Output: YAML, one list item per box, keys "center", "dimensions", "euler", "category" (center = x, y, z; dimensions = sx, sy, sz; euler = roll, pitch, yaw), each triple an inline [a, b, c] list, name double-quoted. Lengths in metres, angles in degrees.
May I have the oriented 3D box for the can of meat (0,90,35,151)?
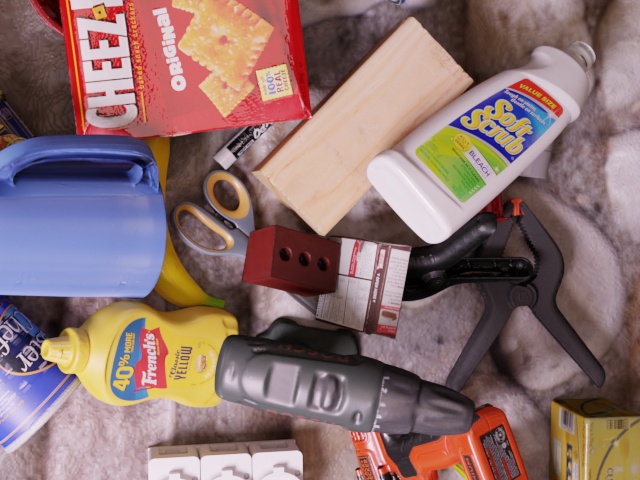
- center: [-0.314, -0.077, 1.006]
  dimensions: [0.102, 0.057, 0.084]
  euler: [-38, 101, -5]
  category: "can of meat"

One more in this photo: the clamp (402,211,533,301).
- center: [0.124, 0.029, 1.063]
  dimensions: [0.120, 0.172, 0.039]
  euler: [39, 42, -40]
  category: "clamp"

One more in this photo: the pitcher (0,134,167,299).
- center: [-0.262, -0.019, 0.929]
  dimensions: [0.242, 0.145, 0.149]
  euler: [0, 93, -35]
  category: "pitcher"

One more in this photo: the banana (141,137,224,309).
- center: [-0.155, -0.015, 1.047]
  dimensions: [0.069, 0.037, 0.198]
  euler: [-22, 100, -34]
  category: "banana"

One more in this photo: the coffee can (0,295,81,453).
- center: [-0.304, 0.113, 0.993]
  dimensions: [0.103, 0.103, 0.140]
  euler: [-45, 99, -5]
  category: "coffee can"

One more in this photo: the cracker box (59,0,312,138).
- center: [-0.123, -0.180, 0.969]
  dimensions: [0.213, 0.072, 0.164]
  euler: [-8, 99, -11]
  category: "cracker box"

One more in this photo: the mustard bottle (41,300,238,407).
- center: [-0.169, 0.105, 0.994]
  dimensions: [0.191, 0.058, 0.096]
  euler: [8, 99, -40]
  category: "mustard bottle"

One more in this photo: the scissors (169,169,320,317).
- center: [-0.057, 0.001, 1.069]
  dimensions: [0.201, 0.016, 0.096]
  euler: [27, 68, -24]
  category: "scissors"

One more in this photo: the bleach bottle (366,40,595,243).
- center: [0.164, -0.111, 1.001]
  dimensions: [0.250, 0.068, 0.102]
  euler: [-42, 92, -20]
  category: "bleach bottle"

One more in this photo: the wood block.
- center: [0.038, -0.110, 1.043]
  dimensions: [0.090, 0.091, 0.206]
  euler: [45, 86, -8]
  category: "wood block"

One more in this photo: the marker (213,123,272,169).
- center: [-0.058, -0.118, 1.063]
  dimensions: [0.121, 0.020, 0.020]
  euler: [-44, 99, -4]
  category: "marker"

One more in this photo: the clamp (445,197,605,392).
- center: [0.217, 0.062, 1.105]
  dimensions: [0.164, 0.036, 0.210]
  euler: [3, 90, -2]
  category: "clamp"

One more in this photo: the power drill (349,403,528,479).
- center: [0.113, 0.236, 1.030]
  dimensions: [0.057, 0.188, 0.184]
  euler: [-22, 92, -42]
  category: "power drill"

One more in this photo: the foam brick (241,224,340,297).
- center: [-0.028, 0.021, 1.041]
  dimensions: [0.078, 0.051, 0.053]
  euler: [15, 75, -31]
  category: "foam brick"

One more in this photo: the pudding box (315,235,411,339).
- center: [0.039, 0.043, 1.038]
  dimensions: [0.039, 0.114, 0.090]
  euler: [9, 90, -24]
  category: "pudding box"
